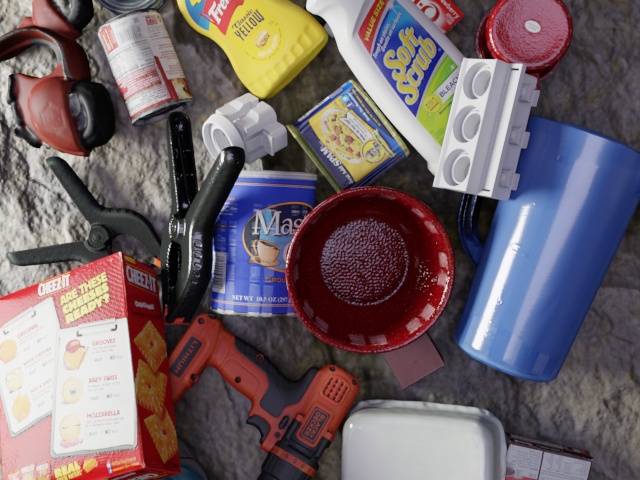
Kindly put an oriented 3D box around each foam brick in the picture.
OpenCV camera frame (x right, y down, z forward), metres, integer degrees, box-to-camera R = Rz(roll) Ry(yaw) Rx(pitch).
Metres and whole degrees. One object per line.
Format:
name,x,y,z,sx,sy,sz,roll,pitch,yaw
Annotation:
foam brick,0.085,0.103,1.082,0.051,0.053,0.078,-30,89,4

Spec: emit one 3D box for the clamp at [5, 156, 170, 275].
clamp,-0.231,-0.014,1.109,0.171,0.039,0.120,14,97,-3

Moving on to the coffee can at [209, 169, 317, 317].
coffee can,-0.057,0.001,1.064,0.103,0.103,0.140,3,92,4

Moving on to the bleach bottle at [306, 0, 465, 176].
bleach bottle,0.067,-0.180,1.033,0.250,0.068,0.102,43,90,-15

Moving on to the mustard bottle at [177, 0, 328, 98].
mustard bottle,-0.088,-0.242,1.080,0.096,0.058,0.191,-43,88,17

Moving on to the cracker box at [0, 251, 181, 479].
cracker box,-0.231,0.140,1.043,0.164,0.072,0.214,-20,65,20

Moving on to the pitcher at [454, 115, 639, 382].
pitcher,0.212,0.005,1.042,0.145,0.149,0.243,20,96,-12

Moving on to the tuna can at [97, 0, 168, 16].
tuna can,-0.195,-0.273,1.100,0.086,0.033,0.086,0,92,4

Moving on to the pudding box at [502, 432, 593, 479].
pudding box,0.220,0.261,1.085,0.090,0.039,0.113,12,95,4

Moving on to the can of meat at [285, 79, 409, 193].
can of meat,0.028,-0.100,1.078,0.084,0.057,0.102,-37,90,2

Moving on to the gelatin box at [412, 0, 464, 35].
gelatin box,0.089,-0.234,1.082,0.073,0.030,0.089,-42,89,4

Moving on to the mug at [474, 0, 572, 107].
mug,0.202,-0.189,1.050,0.093,0.081,0.117,-2,92,4

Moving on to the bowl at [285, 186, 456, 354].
bowl,0.046,0.025,1.027,0.162,0.055,0.162,-1,99,-5

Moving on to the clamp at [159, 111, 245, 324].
clamp,-0.131,-0.020,1.053,0.036,0.165,0.210,2,114,-28

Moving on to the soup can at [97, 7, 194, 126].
soup can,-0.178,-0.176,1.085,0.068,0.068,0.102,-21,90,4

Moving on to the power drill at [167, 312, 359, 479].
power drill,-0.078,0.175,1.079,0.187,0.057,0.184,32,76,1
